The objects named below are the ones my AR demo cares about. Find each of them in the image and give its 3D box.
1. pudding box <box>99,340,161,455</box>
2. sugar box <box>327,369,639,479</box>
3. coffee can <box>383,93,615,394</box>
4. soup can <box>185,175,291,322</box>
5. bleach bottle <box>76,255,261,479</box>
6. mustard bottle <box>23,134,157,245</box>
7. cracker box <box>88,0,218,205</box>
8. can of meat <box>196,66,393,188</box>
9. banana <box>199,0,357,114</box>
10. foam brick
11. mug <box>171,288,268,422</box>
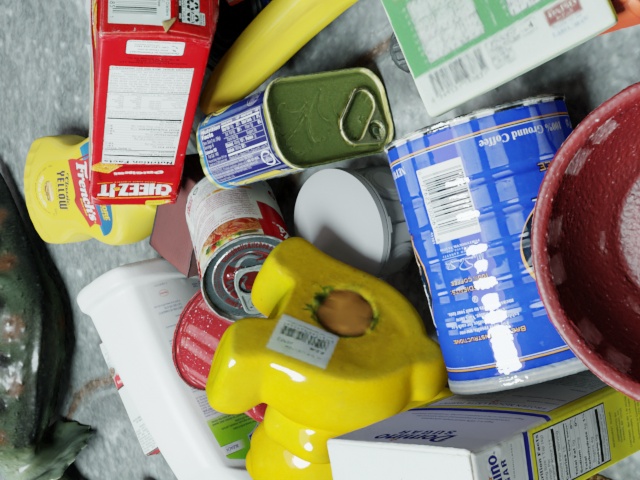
[{"bbox_3d":[-0.136,0.117,0.909,0.090,0.039,0.113,-36,76,44],"label":"pudding box"},{"bbox_3d":[0.098,0.104,0.558,0.094,0.175,0.048,-6,95,46],"label":"sugar box"},{"bbox_3d":[0.102,0.002,0.582,0.103,0.102,0.140,-18,87,47],"label":"coffee can"},{"bbox_3d":[-0.055,0.001,0.733,0.102,0.068,0.068,-113,33,-57],"label":"soup can"},{"bbox_3d":[-0.093,0.137,0.820,0.068,0.102,0.251,-33,77,37],"label":"bleach bottle"},{"bbox_3d":[-0.178,-0.044,0.896,0.192,0.058,0.096,2,96,46],"label":"mustard bottle"},{"bbox_3d":[-0.115,-0.141,0.702,0.214,0.072,0.164,118,151,-63],"label":"cracker box"},{"bbox_3d":[-0.018,-0.071,0.692,0.084,0.101,0.057,-13,92,49],"label":"can of meat"},{"bbox_3d":[-0.015,-0.139,0.668,0.037,0.069,0.198,45,144,-13],"label":"banana"},{"bbox_3d":[-0.090,-0.021,0.815,0.051,0.052,0.078,37,125,35],"label":"foam brick"},{"bbox_3d":[-0.039,0.069,0.762,0.082,0.093,0.117,24,82,43],"label":"mug"}]
